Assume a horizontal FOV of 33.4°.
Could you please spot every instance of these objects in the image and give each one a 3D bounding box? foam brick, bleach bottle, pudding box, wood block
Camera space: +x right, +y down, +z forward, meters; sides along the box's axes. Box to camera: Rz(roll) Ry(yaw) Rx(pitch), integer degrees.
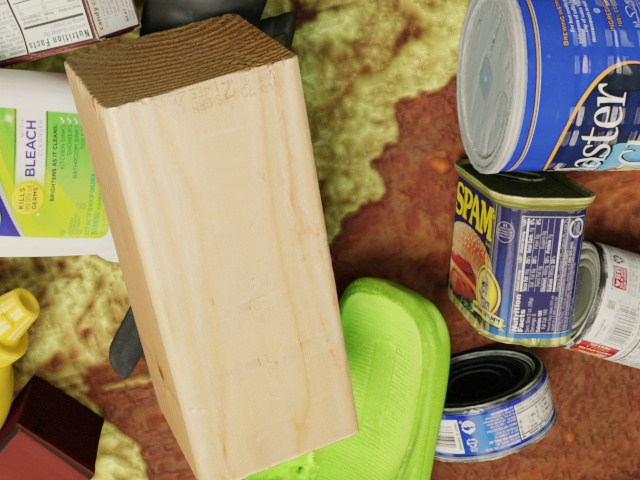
[{"bbox_3d":[-0.161,0.122,0.606,0.053,0.078,0.051,37,96,-13],"label":"foam brick"},{"bbox_3d":[-0.206,-0.033,0.512,0.250,0.068,0.102,-4,107,-35],"label":"bleach bottle"},{"bbox_3d":[-0.148,-0.149,0.535,0.090,0.039,0.113,-4,111,34],"label":"pudding box"},{"bbox_3d":[-0.051,0.006,0.528,0.090,0.091,0.206,-19,120,-16],"label":"wood block"}]

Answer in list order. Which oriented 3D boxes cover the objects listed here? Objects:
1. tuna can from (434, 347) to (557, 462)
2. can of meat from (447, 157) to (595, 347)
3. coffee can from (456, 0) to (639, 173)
[{"bbox_3d":[0.094,0.096,0.633,0.086,0.086,0.034,-17,104,-4],"label":"tuna can"},{"bbox_3d":[0.109,0.004,0.604,0.057,0.102,0.084,0,106,-10],"label":"can of meat"},{"bbox_3d":[0.156,-0.088,0.586,0.140,0.103,0.103,-1,104,-9],"label":"coffee can"}]
